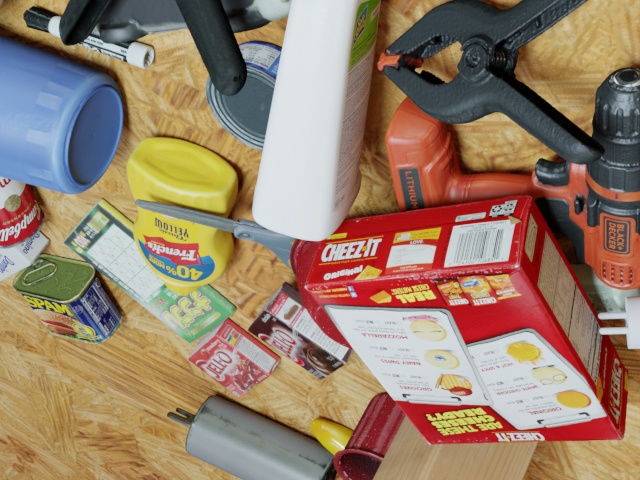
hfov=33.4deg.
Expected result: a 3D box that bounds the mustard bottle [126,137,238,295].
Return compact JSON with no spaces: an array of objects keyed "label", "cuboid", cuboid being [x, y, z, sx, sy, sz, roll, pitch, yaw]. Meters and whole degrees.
[{"label":"mustard bottle","cuboid":[-0.127,-0.009,0.987,0.096,0.058,0.192,19,144,8]}]

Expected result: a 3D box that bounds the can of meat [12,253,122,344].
[{"label":"can of meat","cuboid":[-0.283,0.068,1.206,0.102,0.057,0.084,9,142,31]}]

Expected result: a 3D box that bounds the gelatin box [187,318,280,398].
[{"label":"gelatin box","cuboid":[-0.095,0.129,1.154,0.073,0.030,0.089,38,145,-8]}]

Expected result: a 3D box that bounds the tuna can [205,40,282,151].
[{"label":"tuna can","cuboid":[-0.044,-0.110,0.820,0.086,0.033,0.086,21,144,16]}]

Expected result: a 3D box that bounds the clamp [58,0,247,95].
[{"label":"clamp","cuboid":[-0.101,-0.200,0.680,0.165,0.036,0.210,27,121,27]}]

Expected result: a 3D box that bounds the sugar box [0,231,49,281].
[{"label":"sugar box","cuboid":[-0.391,-0.034,1.176,0.176,0.048,0.094,43,144,-21]}]

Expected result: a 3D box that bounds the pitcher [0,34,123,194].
[{"label":"pitcher","cuboid":[-0.303,-0.122,0.918,0.243,0.149,0.145,18,143,15]}]

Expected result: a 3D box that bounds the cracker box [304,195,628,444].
[{"label":"cracker box","cuboid":[0.113,0.066,0.782,0.164,0.072,0.213,-8,137,33]}]

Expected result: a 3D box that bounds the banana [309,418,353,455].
[{"label":"banana","cuboid":[0.066,0.267,1.190,0.070,0.037,0.197,-14,124,45]}]

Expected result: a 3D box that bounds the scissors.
[{"label":"scissors","cuboid":[-0.056,0.001,0.929,0.202,0.016,0.096,7,151,4]}]

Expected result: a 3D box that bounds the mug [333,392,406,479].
[{"label":"mug","cuboid":[0.067,0.213,1.084,0.093,0.081,0.117,35,145,-4]}]

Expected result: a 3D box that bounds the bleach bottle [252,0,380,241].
[{"label":"bleach bottle","cuboid":[0.006,-0.127,0.703,0.068,0.102,0.251,16,126,9]}]

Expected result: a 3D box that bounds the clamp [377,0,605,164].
[{"label":"clamp","cuboid":[0.111,-0.121,0.662,0.172,0.120,0.039,19,-174,40]}]

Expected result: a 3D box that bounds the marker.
[{"label":"marker","cuboid":[-0.193,-0.168,0.879,0.121,0.020,0.020,21,144,16]}]

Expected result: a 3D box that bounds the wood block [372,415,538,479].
[{"label":"wood block","cuboid":[0.113,0.201,0.925,0.090,0.205,0.090,41,144,-11]}]

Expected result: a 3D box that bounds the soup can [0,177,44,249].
[{"label":"soup can","cuboid":[-0.332,-0.051,1.088,0.069,0.068,0.102,13,140,26]}]

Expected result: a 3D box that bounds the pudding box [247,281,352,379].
[{"label":"pudding box","cuboid":[-0.017,0.088,1.015,0.090,0.039,0.114,33,159,-2]}]

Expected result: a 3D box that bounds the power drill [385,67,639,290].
[{"label":"power drill","cuboid":[0.141,-0.049,0.729,0.188,0.057,0.184,13,141,26]}]
